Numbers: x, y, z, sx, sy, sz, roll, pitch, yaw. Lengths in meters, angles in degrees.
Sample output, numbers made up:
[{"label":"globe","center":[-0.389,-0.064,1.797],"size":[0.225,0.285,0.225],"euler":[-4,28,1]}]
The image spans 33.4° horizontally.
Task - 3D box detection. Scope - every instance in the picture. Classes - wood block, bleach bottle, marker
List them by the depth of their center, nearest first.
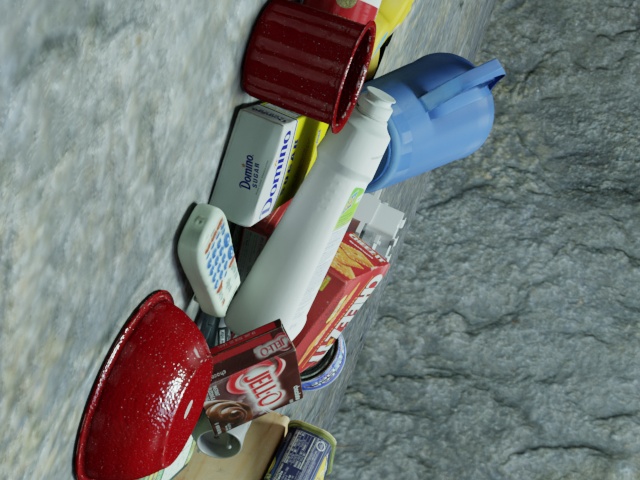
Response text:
[{"label":"bleach bottle","center":[-0.001,-0.023,0.961],"size":[0.251,0.068,0.102],"euler":[-62,173,21]},{"label":"marker","center":[-0.098,0.113,1.048],"size":[0.020,0.020,0.121],"euler":[-59,160,-50]},{"label":"wood block","center":[-0.115,0.276,1.142],"size":[0.205,0.090,0.091],"euler":[-61,167,-44]}]

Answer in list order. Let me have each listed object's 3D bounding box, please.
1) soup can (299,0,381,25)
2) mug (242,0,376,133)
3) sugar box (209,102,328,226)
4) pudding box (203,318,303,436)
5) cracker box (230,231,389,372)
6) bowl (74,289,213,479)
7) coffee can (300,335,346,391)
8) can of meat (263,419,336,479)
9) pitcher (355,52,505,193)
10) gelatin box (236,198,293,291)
[{"label":"soup can","center":[0.018,-0.207,0.911],"size":[0.068,0.068,0.102],"euler":[-24,133,-78]},{"label":"mug","center":[-0.009,-0.138,0.851],"size":[0.117,0.081,0.093],"euler":[72,39,-76]},{"label":"sugar box","center":[-0.039,-0.075,0.934],"size":[0.176,0.048,0.093],"euler":[-49,160,-71]},{"label":"pudding box","center":[-0.065,0.122,0.938],"size":[0.090,0.039,0.113],"euler":[-22,153,-9]},{"label":"cracker box","center":[-0.015,0.078,1.163],"size":[0.164,0.072,0.213],"euler":[-53,169,13]},{"label":"bowl","center":[-0.126,0.122,0.820],"size":[0.162,0.055,0.162],"euler":[21,89,-82]},{"label":"coffee can","center":[-0.022,0.135,1.354],"size":[0.140,0.103,0.103],"euler":[69,42,-77]},{"label":"can of meat","center":[-0.027,0.258,1.158],"size":[0.102,0.057,0.083],"euler":[96,18,-53]},{"label":"pitcher","center":[0.100,-0.137,1.203],"size":[0.242,0.145,0.149],"euler":[-29,134,-55]},{"label":"gelatin box","center":[-0.057,0.001,1.062],"size":[0.073,0.030,0.089],"euler":[-58,166,-49]}]
